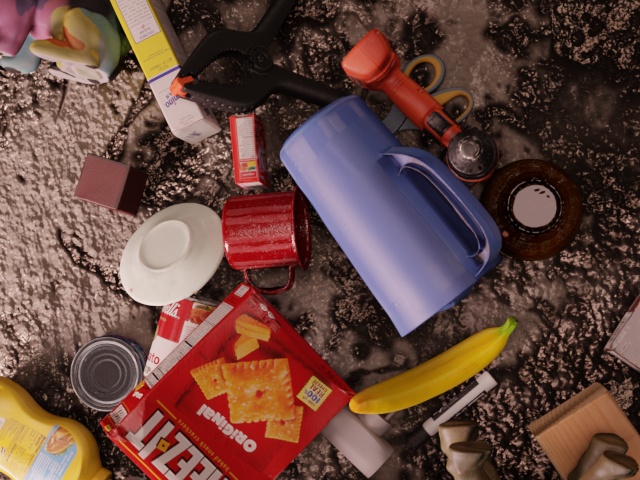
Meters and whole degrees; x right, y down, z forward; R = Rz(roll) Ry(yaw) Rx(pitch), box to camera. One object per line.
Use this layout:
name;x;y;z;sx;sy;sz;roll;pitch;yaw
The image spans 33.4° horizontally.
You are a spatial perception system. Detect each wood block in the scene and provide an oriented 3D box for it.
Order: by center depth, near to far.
wood block;0.315;0.261;1.106;0.091;0.090;0.206;-34;85;5

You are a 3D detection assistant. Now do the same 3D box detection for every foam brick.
foam brick;-0.231;-0.061;1.186;0.051;0.078;0.053;16;87;7

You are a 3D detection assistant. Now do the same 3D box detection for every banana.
banana;0.122;0.138;1.141;0.198;0.069;0.037;-29;52;-3

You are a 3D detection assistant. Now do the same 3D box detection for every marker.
marker;0.140;0.187;1.163;0.121;0.020;0.020;-40;84;3

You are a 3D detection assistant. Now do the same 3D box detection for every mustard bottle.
mustard bottle;-0.306;0.238;1.190;0.191;0.058;0.096;30;90;7

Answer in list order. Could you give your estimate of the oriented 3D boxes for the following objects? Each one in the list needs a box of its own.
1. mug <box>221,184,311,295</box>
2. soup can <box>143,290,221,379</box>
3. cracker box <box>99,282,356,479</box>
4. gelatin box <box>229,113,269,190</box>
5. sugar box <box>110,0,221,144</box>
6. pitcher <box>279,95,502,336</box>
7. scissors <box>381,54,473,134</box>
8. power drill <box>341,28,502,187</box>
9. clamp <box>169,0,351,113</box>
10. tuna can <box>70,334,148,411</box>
mug;-0.058;0.001;1.159;0.081;0.093;0.117;-5;85;11
soup can;-0.149;0.111;1.174;0.068;0.068;0.102;17;90;7
cracker box;-0.095;0.176;1.119;0.213;0.072;0.164;-45;103;-10
gelatin box;-0.076;-0.095;1.164;0.030;0.089;0.073;-5;87;4
sugar box;-0.172;-0.196;1.177;0.048;0.093;0.176;-24;85;5
pitcher;0.074;-0.035;1.114;0.149;0.145;0.243;-38;86;7
scissors;0.068;-0.142;1.186;0.202;0.016;0.096;-16;89;5
power drill;0.107;-0.131;1.093;0.057;0.184;0.188;-45;82;6
clamp;-0.061;-0.183;1.151;0.209;0.036;0.164;-29;87;-30
tuna can;-0.236;0.149;1.198;0.086;0.033;0.086;0;87;6
